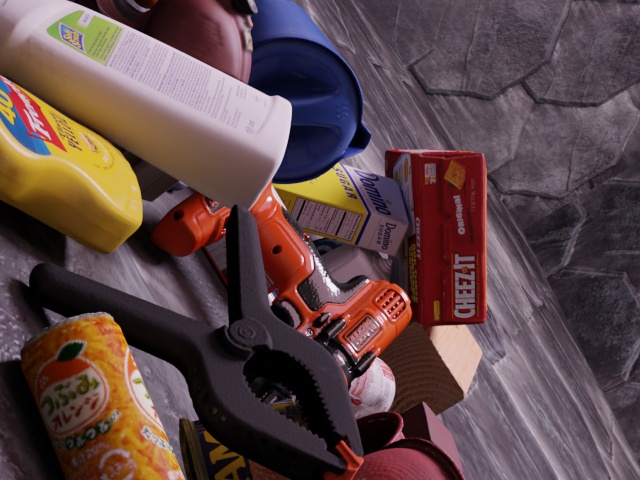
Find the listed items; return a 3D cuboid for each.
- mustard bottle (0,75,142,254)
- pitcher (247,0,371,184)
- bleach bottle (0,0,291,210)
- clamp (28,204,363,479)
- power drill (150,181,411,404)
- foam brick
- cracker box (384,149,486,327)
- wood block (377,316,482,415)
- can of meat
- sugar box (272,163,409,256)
[{"bbox_3d":[-0.186,-0.061,0.614,0.191,0.058,0.096,36,17,-55],"label":"mustard bottle"},{"bbox_3d":[-0.050,-0.161,1.020,0.243,0.145,0.149,-106,175,-65],"label":"pitcher"},{"bbox_3d":[-0.143,-0.114,0.728,0.250,0.068,0.102,29,30,-15],"label":"bleach bottle"},{"bbox_3d":[-0.059,0.064,0.614,0.164,0.036,0.210,-13,52,-37],"label":"clamp"},{"bbox_3d":[-0.039,0.042,0.801,0.187,0.057,0.184,50,50,0],"label":"power drill"},{"bbox_3d":[0.075,0.188,0.930,0.053,0.078,0.051,50,18,-28],"label":"foam brick"},{"bbox_3d":[0.115,-0.011,1.087,0.214,0.072,0.164,-131,-141,-83],"label":"cracker box"},{"bbox_3d":[0.106,0.127,1.140,0.091,0.090,0.206,58,14,3],"label":"wood block"},{"bbox_3d":[-0.030,0.145,0.620,0.057,0.083,0.102,97,-23,-51],"label":"can of meat"},{"bbox_3d":[-0.007,-0.045,1.025,0.176,0.048,0.093,12,30,-13],"label":"sugar box"}]
